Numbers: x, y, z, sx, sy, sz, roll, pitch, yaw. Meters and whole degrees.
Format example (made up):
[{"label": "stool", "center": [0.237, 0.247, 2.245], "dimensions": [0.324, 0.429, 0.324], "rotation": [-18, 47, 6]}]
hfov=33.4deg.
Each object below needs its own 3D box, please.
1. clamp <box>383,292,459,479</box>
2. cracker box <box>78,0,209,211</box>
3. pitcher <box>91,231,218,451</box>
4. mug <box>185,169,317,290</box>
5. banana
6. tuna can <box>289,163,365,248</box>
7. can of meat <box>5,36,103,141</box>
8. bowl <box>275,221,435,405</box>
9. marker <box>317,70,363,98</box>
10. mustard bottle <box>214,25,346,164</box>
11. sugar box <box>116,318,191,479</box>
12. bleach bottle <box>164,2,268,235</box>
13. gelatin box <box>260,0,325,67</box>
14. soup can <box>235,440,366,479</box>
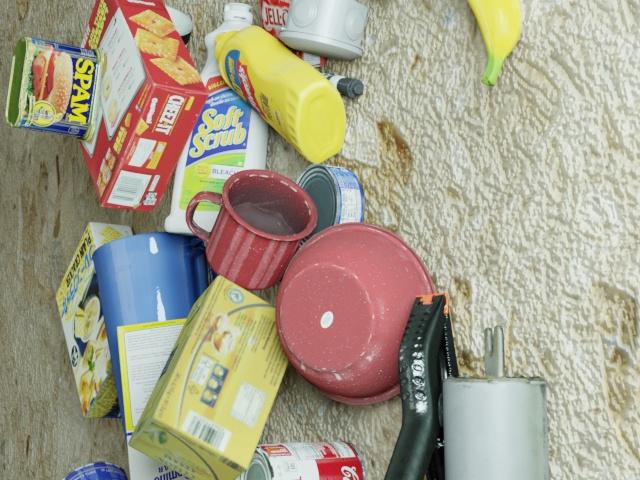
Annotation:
[{"label": "clamp", "center": [0.080, 0.136, 0.814], "dimensions": [0.036, 0.164, 0.210], "rotation": [-7, 69, 22]}, {"label": "cracker box", "center": [-0.206, -0.161, 1.165], "dimensions": [0.164, 0.072, 0.214], "rotation": [-60, 39, 32]}, {"label": "pitcher", "center": [-0.172, 0.115, 1.210], "dimensions": [0.149, 0.144, 0.243], "rotation": [126, 136, -68]}, {"label": "mug", "center": [-0.071, -0.011, 1.007], "dimensions": [0.093, 0.117, 0.082], "rotation": [-86, 18, -48]}, {"label": "banana", "center": [0.100, -0.217, 0.847], "dimensions": [0.198, 0.069, 0.037], "rotation": [53, 171, 15]}, {"label": "tuna can", "center": [0.006, -0.030, 1.023], "dimensions": [0.086, 0.033, 0.086], "rotation": [-9, 79, 56]}, {"label": "can of meat", "center": [-0.285, -0.163, 1.142], "dimensions": [0.058, 0.083, 0.102], "rotation": [13, 95, 58]}, {"label": "bowl", "center": [0.018, 0.064, 0.917], "dimensions": [0.162, 0.055, 0.162], "rotation": [0, 90, 31]}, {"label": "marker", "center": [0.005, -0.157, 1.052], "dimensions": [0.121, 0.020, 0.020], "rotation": [25, 107, 55]}, {"label": "mustard bottle", "center": [-0.051, -0.160, 1.061], "dimensions": [0.192, 0.058, 0.096], "rotation": [45, 161, 39]}, {"label": "sugar box", "center": [-0.157, 0.173, 1.117], "dimensions": [0.048, 0.093, 0.176], "rotation": [51, -148, -80]}, {"label": "bleach bottle", "center": [-0.107, -0.130, 1.154], "dimensions": [0.068, 0.102, 0.251], "rotation": [13, -98, -81]}, {"label": "gelatin box", "center": [-0.030, -0.220, 1.085], "dimensions": [0.089, 0.030, 0.073], "rotation": [35, 135, 53]}, {"label": "soup can", "center": [-0.018, 0.218, 0.971], "dimensions": [0.069, 0.102, 0.068], "rotation": [-10, 77, 56]}]
